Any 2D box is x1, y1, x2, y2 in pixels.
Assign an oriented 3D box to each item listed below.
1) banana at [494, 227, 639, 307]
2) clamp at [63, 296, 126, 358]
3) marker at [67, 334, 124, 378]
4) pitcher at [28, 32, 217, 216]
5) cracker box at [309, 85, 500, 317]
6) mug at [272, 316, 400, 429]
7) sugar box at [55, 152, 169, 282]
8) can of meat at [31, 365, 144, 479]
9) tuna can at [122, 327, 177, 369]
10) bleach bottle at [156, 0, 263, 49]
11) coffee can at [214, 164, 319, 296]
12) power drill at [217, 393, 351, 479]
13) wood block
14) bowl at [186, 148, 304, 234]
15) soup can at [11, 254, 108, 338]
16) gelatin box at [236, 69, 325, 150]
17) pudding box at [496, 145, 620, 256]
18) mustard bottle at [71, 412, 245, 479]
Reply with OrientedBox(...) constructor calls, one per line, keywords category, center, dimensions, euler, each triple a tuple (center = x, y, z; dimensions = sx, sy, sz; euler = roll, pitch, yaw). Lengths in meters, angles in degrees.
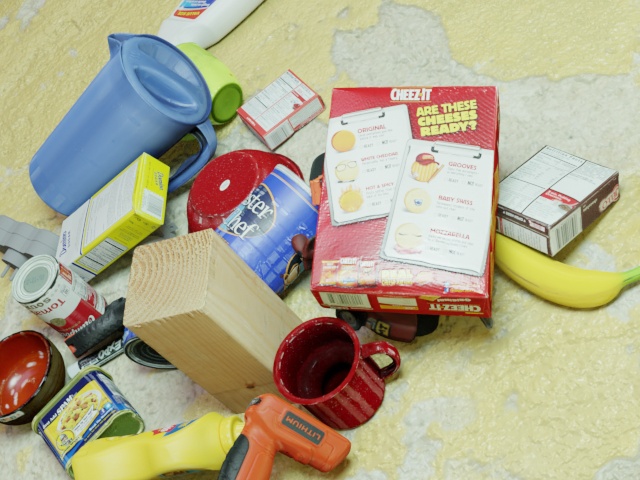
OrientedBox(category="banana", center=(0.214, 0.019, 1.042), dimensions=(0.069, 0.037, 0.198), euler=(-37, 46, -27))
OrientedBox(category="clamp", center=(-0.225, 0.083, 1.218), dimensions=(0.171, 0.120, 0.039), euler=(-37, 86, 8))
OrientedBox(category="marker", center=(-0.241, 0.126, 1.244), dimensions=(0.121, 0.020, 0.020), euler=(-31, 48, 9))
OrientedBox(category="pitcher", center=(-0.248, -0.125, 1.322), dimensions=(0.243, 0.144, 0.149), euler=(-39, 54, 33))
OrientedBox(category="cracker box", center=(0.085, -0.038, 1.016), dimensions=(0.164, 0.072, 0.213), euler=(1, 68, 12))
OrientedBox(category="mug", center=(0.023, 0.129, 1.044), dimensions=(0.117, 0.081, 0.093), euler=(-24, 50, 15))
OrientedBox(category="sugar box", center=(-0.253, -0.021, 1.288), dimensions=(0.177, 0.048, 0.093), euler=(-35, 39, 37))
OrientedBox(category="can of meat", center=(-0.254, 0.203, 1.174), dimensions=(0.102, 0.057, 0.084), euler=(-46, 50, -5))
OrientedBox(category="tuna can", center=(-0.173, 0.109, 1.171), dimensions=(0.086, 0.086, 0.033), euler=(-14, 54, 22))
OrientedBox(category="bleach bottle", center=(-0.140, -0.324, 1.471), dimensions=(0.251, 0.068, 0.103), euler=(-49, 50, -5))
OrientedBox(category="coffee can", center=(-0.058, 0.001, 1.166), dimensions=(0.140, 0.102, 0.103), euler=(-46, 48, -5))
OrientedBox(category="power drill", center=(-0.045, 0.251, 0.980), dimensions=(0.184, 0.057, 0.187), euler=(32, 60, -1))
OrientedBox(category="wood block", center=(-0.097, 0.086, 1.060), dimensions=(0.091, 0.206, 0.090), euler=(-14, 53, 22))
OrientedBox(category="bowl", center=(-0.101, -0.053, 1.262), dimensions=(0.162, 0.055, 0.162), euler=(-15, 53, 21))
OrientedBox(category="soup can", center=(-0.309, 0.069, 1.268), dimensions=(0.069, 0.102, 0.068), euler=(-15, 52, 20))
OrientedBox(category="gelatin box", center=(-0.049, -0.162, 1.322), dimensions=(0.089, 0.030, 0.073), euler=(-38, 47, -6))
OrientedBox(category="pudding box", center=(0.226, -0.042, 1.051), dimensions=(0.113, 0.039, 0.090), euler=(-35, 42, -28))
OrientedBox(category="mustard bottle", center=(-0.148, 0.213, 1.079), dimensions=(0.192, 0.096, 0.058), euler=(-16, 81, 20))
